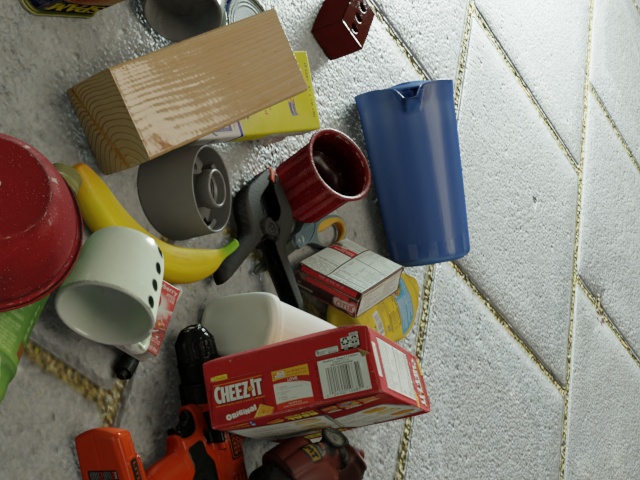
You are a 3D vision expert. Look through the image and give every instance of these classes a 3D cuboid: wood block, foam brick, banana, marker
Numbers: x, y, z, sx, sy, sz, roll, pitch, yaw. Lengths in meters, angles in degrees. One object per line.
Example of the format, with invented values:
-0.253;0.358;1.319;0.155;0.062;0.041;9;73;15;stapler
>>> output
-0.125;-0.146;1.037;0.205;0.090;0.091;-30;102;-38;wood block
0.030;-0.286;1.406;0.053;0.051;0.078;51;42;-35;foam brick
-0.167;-0.004;1.021;0.197;0.037;0.069;29;69;-38;banana
-0.165;0.087;1.022;0.020;0.020;0.121;57;38;-29;marker

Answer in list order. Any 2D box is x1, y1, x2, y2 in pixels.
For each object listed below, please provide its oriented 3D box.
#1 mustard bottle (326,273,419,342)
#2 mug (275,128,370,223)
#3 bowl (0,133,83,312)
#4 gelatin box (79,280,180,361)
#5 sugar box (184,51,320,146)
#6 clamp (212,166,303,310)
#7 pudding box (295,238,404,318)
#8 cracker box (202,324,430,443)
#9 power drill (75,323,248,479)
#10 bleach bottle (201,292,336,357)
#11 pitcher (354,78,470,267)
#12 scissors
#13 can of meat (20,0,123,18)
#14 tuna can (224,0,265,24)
0.078;0.087;1.353;0.191;0.058;0.096;-34;108;-55;mustard bottle
0.003;-0.078;1.253;0.093;0.082;0.117;48;43;-10;mug
-0.256;-0.028;0.815;0.162;0.055;0.162;12;56;-19;bowl
-0.180;0.058;0.979;0.089;0.030;0.073;35;51;-26;gelatin box
-0.084;-0.156;1.159;0.175;0.048;0.093;-12;90;-43;sugar box
-0.058;0.001;1.183;0.120;0.039;0.171;40;47;-36;clamp
0.035;0.043;1.269;0.113;0.090;0.039;-29;140;-53;pudding box
0.002;0.145;1.047;0.213;0.164;0.072;37;40;-68;cracker box
-0.141;0.184;0.992;0.187;0.057;0.184;-17;95;-57;power drill
-0.014;0.116;1.163;0.250;0.103;0.068;23;66;-51;bleach bottle
0.131;-0.091;1.442;0.148;0.145;0.243;-12;94;-45;pitcher
-0.029;-0.019;1.265;0.201;0.016;0.096;-11;88;-57;scissors
-0.217;-0.247;0.990;0.101;0.084;0.057;-14;91;-57;can of meat
-0.091;-0.237;1.224;0.086;0.034;0.086;23;61;-52;tuna can
